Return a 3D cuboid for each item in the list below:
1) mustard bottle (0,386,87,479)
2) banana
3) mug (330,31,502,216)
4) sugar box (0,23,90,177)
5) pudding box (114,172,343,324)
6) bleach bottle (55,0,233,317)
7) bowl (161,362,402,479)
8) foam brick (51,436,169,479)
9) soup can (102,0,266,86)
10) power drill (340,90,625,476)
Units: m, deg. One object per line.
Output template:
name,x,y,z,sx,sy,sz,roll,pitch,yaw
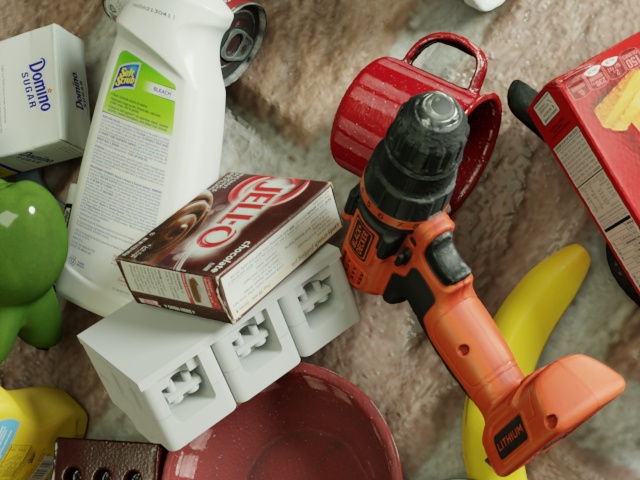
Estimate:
mustard bottle,-0.227,0.134,0.680,0.058,0.191,0.096,40,91,19
banana,0.127,0.096,0.675,0.069,0.037,0.198,8,82,-2
mug,0.065,-0.080,0.695,0.082,0.093,0.117,30,104,23
sugar box,-0.257,-0.092,0.798,0.176,0.048,0.093,-11,75,18
pudding box,-0.054,0.001,0.658,0.090,0.039,0.113,7,39,40
bleach bottle,-0.104,-0.070,0.714,0.103,0.068,0.251,20,104,19
bowl,-0.019,0.162,0.683,0.162,0.055,0.162,-6,70,18
foam brick,-0.137,0.162,0.723,0.078,0.051,0.053,-1,78,15
soup can,-0.099,-0.164,0.771,0.102,0.068,0.068,35,89,19
power drill,0.084,0.027,0.596,0.057,0.184,0.188,-26,69,-20
